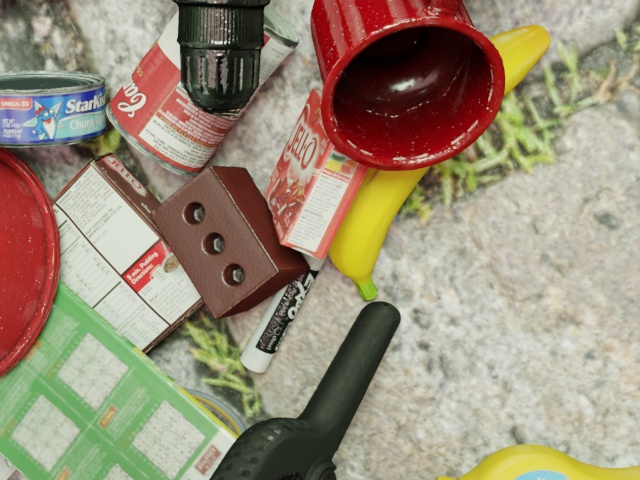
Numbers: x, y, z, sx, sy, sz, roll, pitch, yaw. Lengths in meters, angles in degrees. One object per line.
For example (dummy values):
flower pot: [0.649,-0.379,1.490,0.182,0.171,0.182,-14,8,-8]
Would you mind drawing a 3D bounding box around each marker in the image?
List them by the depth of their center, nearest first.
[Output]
marker: [-0.016,0.030,0.674,0.020,0.020,0.121,29,107,0]

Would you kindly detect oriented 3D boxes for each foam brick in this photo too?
foam brick: [-0.054,0.001,0.645,0.053,0.051,0.078,-37,81,17]

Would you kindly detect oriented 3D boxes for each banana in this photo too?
banana: [0.057,-0.050,0.624,0.037,0.069,0.198,46,111,29]

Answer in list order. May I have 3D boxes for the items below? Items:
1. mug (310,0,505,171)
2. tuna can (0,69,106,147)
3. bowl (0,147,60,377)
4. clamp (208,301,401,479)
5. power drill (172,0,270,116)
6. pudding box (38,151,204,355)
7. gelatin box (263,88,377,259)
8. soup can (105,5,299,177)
mug: [0.043,-0.105,0.543,0.093,0.081,0.117,7,132,-18]
tuna can: [-0.170,-0.079,0.634,0.086,0.086,0.034,3,106,8]
bowl: [-0.240,0.013,0.651,0.162,0.055,0.162,-3,81,23]
clamp: [-0.008,0.128,0.617,0.036,0.209,0.164,6,100,34]
power drill: [-0.094,-0.166,0.564,0.188,0.057,0.184,16,108,42]
pudding box: [-0.130,0.015,0.678,0.090,0.039,0.113,-41,93,19]
gelatin box: [-0.002,-0.041,0.616,0.030,0.089,0.073,21,108,-18]
soup can: [-0.068,-0.097,0.623,0.068,0.068,0.102,39,106,-3]
